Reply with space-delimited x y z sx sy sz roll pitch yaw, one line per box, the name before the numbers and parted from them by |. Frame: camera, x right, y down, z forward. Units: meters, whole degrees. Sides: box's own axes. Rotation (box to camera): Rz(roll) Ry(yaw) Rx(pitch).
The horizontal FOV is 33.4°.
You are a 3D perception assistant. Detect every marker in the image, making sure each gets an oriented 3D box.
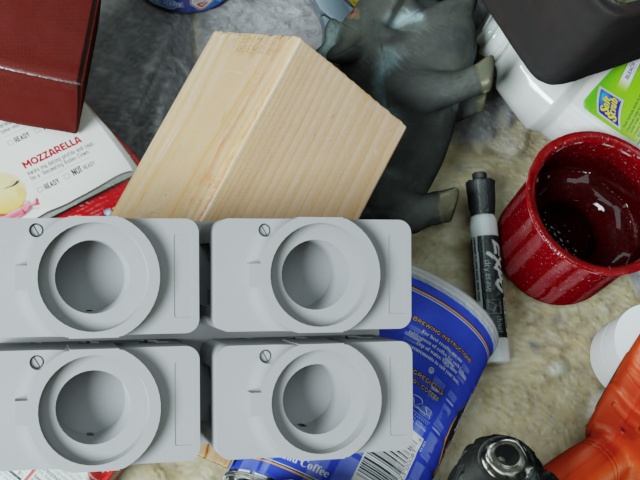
marker | 0.104 0.016 0.667 0.020 0.020 0.121 -1 79 -11

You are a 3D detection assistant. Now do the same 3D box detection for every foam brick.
foam brick | -0.152 -0.107 0.587 0.051 0.053 0.078 9 61 -11

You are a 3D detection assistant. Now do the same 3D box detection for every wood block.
wood block | -0.054 0.001 0.571 0.090 0.090 0.206 34 80 -37

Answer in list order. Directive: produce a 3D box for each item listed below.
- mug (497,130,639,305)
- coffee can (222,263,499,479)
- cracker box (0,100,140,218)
mug | 0.170 -0.008 0.666 0.117 0.082 0.093 4 68 -9
coffee can | 0.024 0.093 0.588 0.103 0.103 0.140 29 67 1
cracker box | -0.218 -0.044 0.614 0.164 0.072 0.214 -40 79 -24
